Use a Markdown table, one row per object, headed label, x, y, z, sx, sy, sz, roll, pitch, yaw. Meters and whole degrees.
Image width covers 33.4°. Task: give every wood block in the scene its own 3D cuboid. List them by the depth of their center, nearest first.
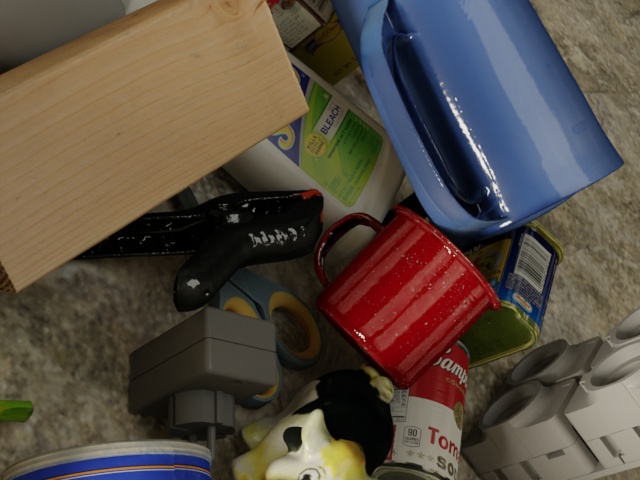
| label | x | y | z | sx | sy | sz | roll | pitch | yaw |
| --- | --- | --- | --- | --- | --- | --- | --- | --- | --- |
| wood block | -0.119 | -0.064 | 0.583 | 0.205 | 0.090 | 0.091 | -36 | 113 | -33 |

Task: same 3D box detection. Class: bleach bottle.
| label | x | y | z | sx | sy | sz | roll | pitch | yaw |
| --- | --- | --- | --- | --- | --- | --- | --- | --- | --- |
| bleach bottle | -0.058 | -0.095 | 0.722 | 0.250 | 0.068 | 0.102 | 37 | 59 | -16 |

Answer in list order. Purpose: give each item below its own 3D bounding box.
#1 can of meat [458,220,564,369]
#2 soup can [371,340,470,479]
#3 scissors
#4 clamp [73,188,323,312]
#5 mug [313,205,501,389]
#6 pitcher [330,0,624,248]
| label | x | y | z | sx | sy | sz | roll | pitch | yaw |
| --- | --- | --- | --- | --- | --- | --- | --- | --- | --- |
| can of meat | 0.122 | 0.041 | 0.781 | 0.057 | 0.102 | 0.083 | 41 | 48 | -19 |
| soup can | 0.061 | 0.118 | 0.707 | 0.068 | 0.069 | 0.102 | 32 | 50 | -25 |
| scissors | -0.054 | 0.010 | 0.701 | 0.096 | 0.016 | 0.202 | -2 | 69 | -43 |
| clamp | -0.054 | 0.001 | 0.629 | 0.171 | 0.120 | 0.039 | -15 | 122 | -35 |
| mug | 0.043 | 0.031 | 0.672 | 0.081 | 0.093 | 0.117 | -45 | 68 | -6 |
| pitcher | 0.082 | -0.120 | 0.698 | 0.145 | 0.149 | 0.243 | -27 | 90 | -6 |
